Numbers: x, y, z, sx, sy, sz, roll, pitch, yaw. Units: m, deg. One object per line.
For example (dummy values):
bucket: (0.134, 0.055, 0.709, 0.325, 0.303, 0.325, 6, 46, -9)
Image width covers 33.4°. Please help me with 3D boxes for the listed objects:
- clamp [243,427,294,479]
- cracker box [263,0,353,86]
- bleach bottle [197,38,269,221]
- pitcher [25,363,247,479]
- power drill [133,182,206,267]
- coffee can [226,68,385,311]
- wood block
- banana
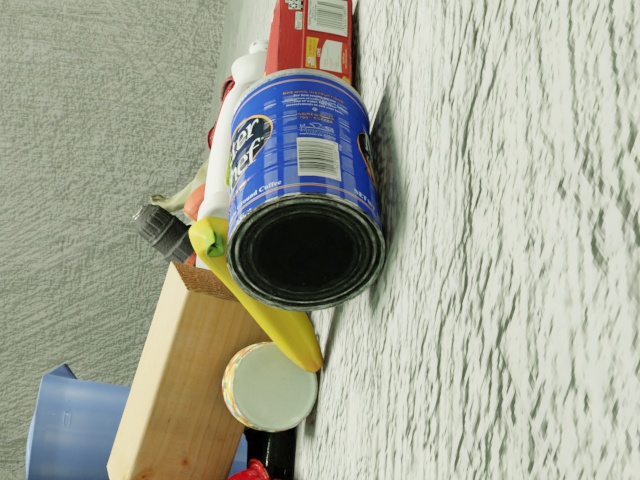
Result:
clamp: (-0.053, 0.179, 0.993, 0.171, 0.039, 0.120, -94, 16, -49)
cracker box: (-0.025, -0.087, 0.941, 0.214, 0.072, 0.164, 109, 166, -52)
bleach bottle: (-0.074, -0.118, 1.157, 0.068, 0.102, 0.251, 120, 155, -53)
pitcher: (-0.182, 0.226, 1.113, 0.145, 0.242, 0.149, -120, 39, -75)
power drill: (-0.133, -0.002, 1.257, 0.057, 0.184, 0.187, -44, 16, 18)
coffee can: (-0.012, -0.037, 0.730, 0.140, 0.102, 0.103, -94, 14, -48)
wood block: (-0.115, 0.135, 0.953, 0.091, 0.090, 0.206, -139, 66, -67)
banana: (-0.051, 0.034, 0.793, 0.197, 0.037, 0.069, 52, -163, -51)
